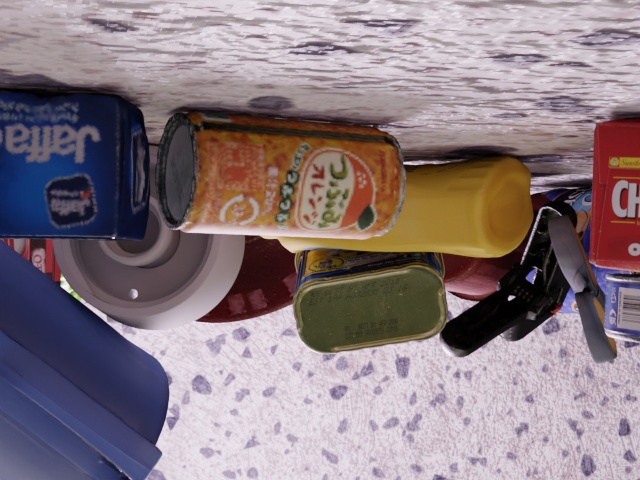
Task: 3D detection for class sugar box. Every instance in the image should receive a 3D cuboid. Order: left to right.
[{"bbox_3d":[-0.062,0.005,1.002,0.093,0.048,0.176,14,-166,-2],"label":"sugar box"}]

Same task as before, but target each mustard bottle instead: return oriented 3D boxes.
[{"bbox_3d":[0.029,-0.021,0.671,0.192,0.058,0.096,0,-167,30],"label":"mustard bottle"}]

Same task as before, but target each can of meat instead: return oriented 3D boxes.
[{"bbox_3d":[0.033,0.030,0.702,0.102,0.057,0.084,-10,-162,6],"label":"can of meat"}]

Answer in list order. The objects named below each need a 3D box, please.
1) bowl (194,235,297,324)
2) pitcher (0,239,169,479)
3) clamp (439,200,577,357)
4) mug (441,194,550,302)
[{"bbox_3d":[-0.056,0.001,0.850,0.162,0.055,0.162,-17,151,-10],"label":"bowl"},{"bbox_3d":[-0.198,0.054,0.581,0.149,0.145,0.242,-28,128,17],"label":"pitcher"},{"bbox_3d":[0.135,0.041,0.735,0.039,0.120,0.171,48,-179,24],"label":"clamp"},{"bbox_3d":[0.112,-0.007,0.779,0.117,0.093,0.081,-20,164,28],"label":"mug"}]
